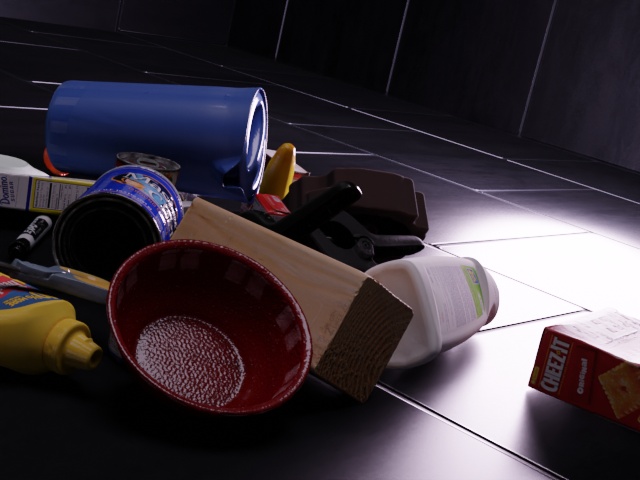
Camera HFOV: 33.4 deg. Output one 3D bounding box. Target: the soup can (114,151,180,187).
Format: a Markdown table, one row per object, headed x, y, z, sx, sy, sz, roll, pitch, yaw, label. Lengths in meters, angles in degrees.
| x | y | z | sx | sy | sz | roll | pitch | yaw | label |
| --- | --- | --- | --- | --- | --- | --- | --- | --- | --- |
| -0.192 | -0.037 | 1.139 | 0.068 | 0.102 | 0.068 | 12 | 14 | -3 | soup can |

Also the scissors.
| x | y | z | sx | sy | sz | roll | pitch | yaw | label |
| --- | --- | --- | --- | --- | --- | --- | --- | --- | --- |
| -0.227 | 0.023 | 0.828 | 0.201 | 0.016 | 0.096 | 19 | -2 | -28 | scissors |

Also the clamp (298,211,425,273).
| x | y | z | sx | sy | sz | roll | pitch | yaw | label |
| --- | --- | --- | --- | --- | --- | --- | --- | --- | --- |
| 0.043 | 0.009 | 1.106 | 0.171 | 0.039 | 0.120 | 36 | 37 | -17 | clamp |

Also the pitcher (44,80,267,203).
| x | y | z | sx | sy | sz | roll | pitch | yaw | label |
| --- | --- | --- | --- | --- | --- | --- | --- | --- | --- |
| -0.183 | -0.126 | 1.238 | 0.243 | 0.145 | 0.149 | 7 | -9 | 7 | pitcher |

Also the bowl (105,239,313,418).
| x | y | z | sx | sy | sz | roll | pitch | yaw | label |
| --- | --- | --- | --- | --- | --- | --- | --- | --- | --- |
| -0.089 | 0.077 | 0.804 | 0.162 | 0.055 | 0.162 | 17 | 43 | -17 | bowl |

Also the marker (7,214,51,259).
| x | y | z | sx | sy | sz | roll | pitch | yaw | label |
| --- | --- | --- | --- | --- | --- | --- | --- | --- | --- |
| -0.296 | -0.004 | 1.088 | 0.020 | 0.020 | 0.121 | 12 | 14 | -5 | marker |

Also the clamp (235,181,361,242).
| x | y | z | sx | sy | sz | roll | pitch | yaw | label |
| --- | --- | --- | --- | --- | --- | --- | --- | --- | --- |
| -0.058 | 0.025 | 1.040 | 0.210 | 0.164 | 0.036 | -3 | -27 | 45 | clamp |

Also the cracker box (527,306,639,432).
| x | y | z | sx | sy | sz | roll | pitch | yaw | label |
| --- | --- | --- | --- | --- | --- | --- | --- | --- | --- |
| 0.331 | 0.133 | 1.006 | 0.214 | 0.072 | 0.163 | 21 | 16 | 33 | cracker box |

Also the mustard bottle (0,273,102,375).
| x | y | z | sx | sy | sz | roll | pitch | yaw | label |
| --- | --- | --- | --- | --- | --- | --- | --- | --- | --- |
| -0.246 | 0.058 | 0.811 | 0.192 | 0.058 | 0.096 | 19 | 10 | 23 | mustard bottle |

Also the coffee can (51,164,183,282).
| x | y | z | sx | sy | sz | roll | pitch | yaw | label |
| --- | --- | --- | --- | --- | --- | --- | --- | --- | --- |
| -0.193 | -0.011 | 1.037 | 0.103 | 0.103 | 0.140 | 12 | 14 | -2 | coffee can |

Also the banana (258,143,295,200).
| x | y | z | sx | sy | sz | roll | pitch | yaw | label |
| --- | --- | --- | --- | --- | --- | --- | --- | --- | --- |
| -0.047 | -0.045 | 1.274 | 0.037 | 0.069 | 0.198 | 31 | -18 | 19 | banana |

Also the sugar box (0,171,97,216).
| x | y | z | sx | sy | sz | roll | pitch | yaw | label |
| --- | --- | --- | --- | --- | --- | --- | --- | --- | --- |
| -0.287 | -0.048 | 1.189 | 0.176 | 0.048 | 0.093 | 3 | 1 | -25 | sugar box |

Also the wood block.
| x | y | z | sx | sy | sz | roll | pitch | yaw | label |
| --- | --- | --- | --- | --- | --- | --- | --- | --- | --- |
| -0.037 | 0.048 | 0.916 | 0.206 | 0.090 | 0.090 | 24 | -9 | 38 | wood block |

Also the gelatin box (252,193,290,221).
| x | y | z | sx | sy | sz | roll | pitch | yaw | label |
| --- | --- | --- | --- | --- | --- | --- | --- | --- | --- |
| -0.057 | 0.001 | 1.138 | 0.030 | 0.089 | 0.073 | 9 | 14 | -16 | gelatin box |

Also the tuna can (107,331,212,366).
| x | y | z | sx | sy | sz | roll | pitch | yaw | label |
| --- | --- | --- | --- | --- | --- | --- | --- | --- | --- |
| -0.130 | 0.080 | 0.875 | 0.086 | 0.034 | 0.086 | 12 | 14 | -3 | tuna can |

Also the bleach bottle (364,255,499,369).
| x | y | z | sx | sy | sz | roll | pitch | yaw | label |
| --- | --- | --- | --- | --- | --- | --- | --- | --- | --- |
| 0.127 | 0.066 | 1.072 | 0.068 | 0.102 | 0.250 | -17 | -8 | 28 | bleach bottle |
